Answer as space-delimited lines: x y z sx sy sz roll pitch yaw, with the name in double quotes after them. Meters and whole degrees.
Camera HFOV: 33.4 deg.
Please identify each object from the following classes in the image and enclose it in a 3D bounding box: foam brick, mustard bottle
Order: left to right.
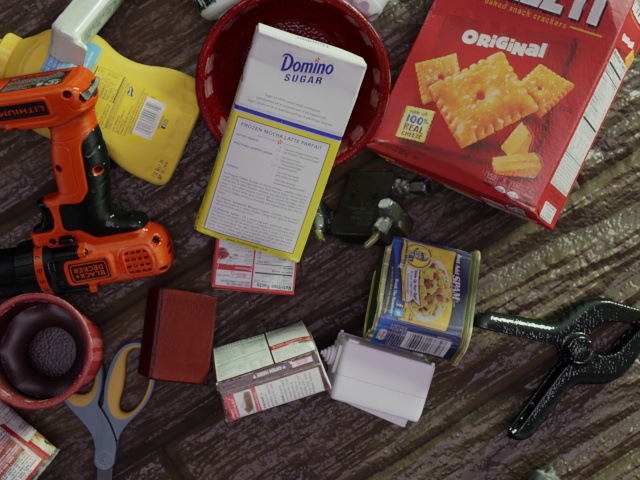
-0.200 -0.125 0.901 0.191 0.058 0.096 24 89 -7 "mustard bottle"
-0.123 0.081 0.916 0.051 0.053 0.078 8 86 -20 "foam brick"

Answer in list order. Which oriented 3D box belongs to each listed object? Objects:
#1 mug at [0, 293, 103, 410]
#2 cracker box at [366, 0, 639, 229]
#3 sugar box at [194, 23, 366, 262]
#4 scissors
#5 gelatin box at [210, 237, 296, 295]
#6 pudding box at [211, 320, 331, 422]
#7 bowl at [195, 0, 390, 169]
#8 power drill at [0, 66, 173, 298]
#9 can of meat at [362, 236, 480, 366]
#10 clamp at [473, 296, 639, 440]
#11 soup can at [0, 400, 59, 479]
-0.238 0.097 0.887 0.117 0.081 0.093 -24 85 -2 "mug"
0.159 -0.139 0.893 0.164 0.072 0.214 26 92 28 "cracker box"
-0.034 -0.079 0.873 0.093 0.048 0.176 17 107 -9 "sugar box"
-0.206 0.178 0.940 0.096 0.016 0.202 21 90 -5 "scissors"
-0.056 0.001 0.937 0.073 0.030 0.089 5 93 -7 "gelatin box"
-0.045 0.108 0.903 0.090 0.113 0.039 -18 99 -4 "pudding box"
-0.024 -0.138 0.904 0.162 0.055 0.162 -1 112 -2 "bowl"
-0.228 -0.040 0.874 0.184 0.057 0.187 -10 118 5 "power drill"
0.087 0.049 0.926 0.084 0.057 0.102 14 59 -4 "can of meat"
0.220 0.092 0.966 0.171 0.039 0.120 -29 100 -10 "clamp"
-0.283 0.172 0.906 0.102 0.068 0.068 42 89 -6 "soup can"
